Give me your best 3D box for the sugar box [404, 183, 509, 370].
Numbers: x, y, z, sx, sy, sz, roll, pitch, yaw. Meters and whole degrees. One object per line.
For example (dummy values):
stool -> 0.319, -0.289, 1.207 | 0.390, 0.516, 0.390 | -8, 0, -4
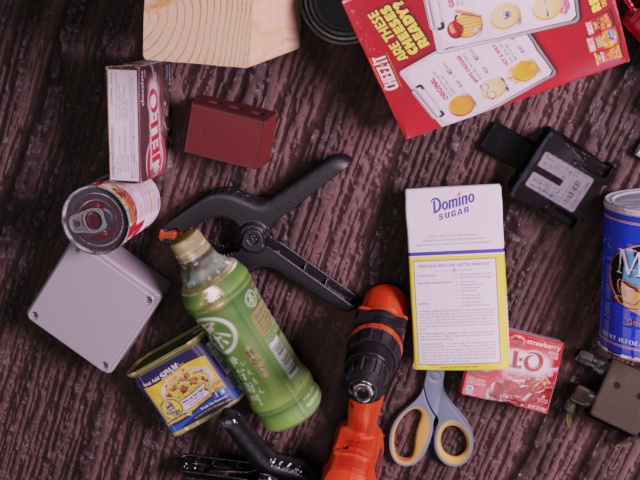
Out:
sugar box -> 0.132, 0.036, 1.026 | 0.093, 0.048, 0.176 | -2, 88, 11

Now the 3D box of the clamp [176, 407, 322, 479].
clamp -> -0.056, 0.236, 1.114 | 0.171, 0.039, 0.120 | 22, 137, -8

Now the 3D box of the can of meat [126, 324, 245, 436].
can of meat -> -0.136, 0.145, 1.114 | 0.102, 0.057, 0.084 | -30, 99, 16

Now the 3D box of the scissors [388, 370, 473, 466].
scissors -> 0.132, 0.149, 1.088 | 0.096, 0.016, 0.202 | 23, 107, 2

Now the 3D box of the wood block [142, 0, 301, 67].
wood block -> -0.078, -0.208, 0.935 | 0.091, 0.206, 0.090 | 7, 105, 9

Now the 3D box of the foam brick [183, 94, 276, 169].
foam brick -> -0.087, -0.106, 1.043 | 0.078, 0.053, 0.051 | 14, 106, 6

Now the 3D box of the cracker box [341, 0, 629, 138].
cracker box -> 0.144, -0.201, 0.935 | 0.214, 0.072, 0.164 | -18, 132, 14

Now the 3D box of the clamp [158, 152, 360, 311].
clamp -> -0.057, 0.001, 1.073 | 0.210, 0.036, 0.164 | -5, 109, 15

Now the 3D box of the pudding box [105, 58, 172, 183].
pudding box -> -0.175, -0.117, 1.036 | 0.039, 0.090, 0.113 | 1, 104, 10

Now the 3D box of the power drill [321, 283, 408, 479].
power drill -> 0.043, 0.156, 1.029 | 0.057, 0.184, 0.188 | 14, 116, 7

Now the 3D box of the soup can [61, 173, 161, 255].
soup can -> -0.205, -0.031, 1.057 | 0.068, 0.102, 0.068 | 2, 105, 9

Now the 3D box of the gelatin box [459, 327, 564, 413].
gelatin box -> 0.189, 0.125, 1.057 | 0.089, 0.030, 0.073 | 13, 95, 6

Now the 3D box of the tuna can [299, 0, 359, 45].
tuna can -> 0.025, -0.228, 1.001 | 0.086, 0.033, 0.086 | 3, 105, 10
